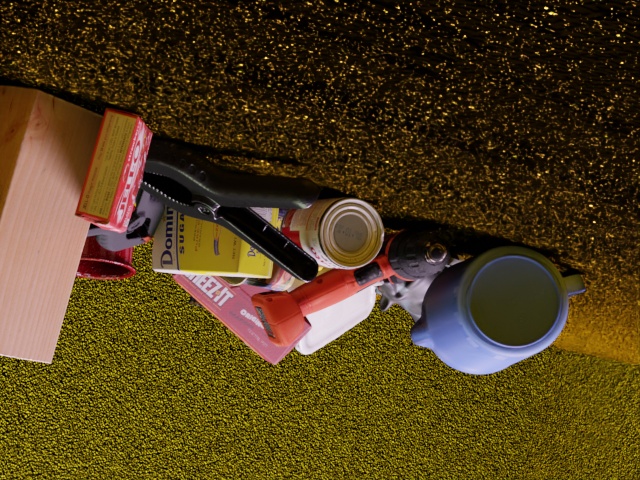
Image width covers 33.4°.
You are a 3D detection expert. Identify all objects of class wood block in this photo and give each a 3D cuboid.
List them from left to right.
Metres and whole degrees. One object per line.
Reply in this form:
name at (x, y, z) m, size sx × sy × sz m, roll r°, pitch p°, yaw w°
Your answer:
wood block at (-0.251, -0.014, 0.868) m, size 0.090 × 0.206 × 0.090 m, roll 11°, pitch 175°, yaw 40°

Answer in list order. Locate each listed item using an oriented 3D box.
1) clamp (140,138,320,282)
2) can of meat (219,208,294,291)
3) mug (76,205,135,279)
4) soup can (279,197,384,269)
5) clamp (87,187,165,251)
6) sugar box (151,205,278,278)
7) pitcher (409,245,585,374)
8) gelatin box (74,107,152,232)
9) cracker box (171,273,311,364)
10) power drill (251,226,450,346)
clamp at (-0.089, -0.034, 0.947) m, size 0.210 × 0.036 × 0.164 m, roll 20°, pitch 154°, yaw 17°
can of meat at (-0.057, 0.002, 1.133) m, size 0.058 × 0.102 × 0.083 m, roll 31°, pitch -171°, yaw 34°
mug at (-0.266, -0.007, 1.220) m, size 0.117 × 0.081 × 0.093 m, roll 5°, pitch 164°, yaw -9°
soup can at (0.010, -0.007, 1.022) m, size 0.068 × 0.068 × 0.102 m, roll 16°, pitch 175°, yaw -22°
clamp at (-0.202, -0.023, 1.048) m, size 0.039 × 0.120 × 0.171 m, roll 54°, pitch 166°, yaw 16°
sugar box at (-0.110, -0.011, 1.078) m, size 0.048 × 0.093 × 0.177 m, roll 10°, pitch 173°, yaw -38°
pitcher at (0.192, 0.069, 1.124) m, size 0.145 × 0.149 × 0.243 m, roll 29°, pitch 173°, yaw 3°
gelatin box at (-0.161, -0.054, 0.844) m, size 0.030 × 0.089 × 0.073 m, roll 14°, pitch 176°, yaw 1°
cracker box at (-0.109, 0.047, 1.282) m, size 0.164 × 0.072 × 0.214 m, roll 42°, pitch -179°, yaw -17°
power drill at (0.030, 0.044, 1.081) m, size 0.187 × 0.057 × 0.184 m, roll -24°, pitch -178°, yaw -12°
